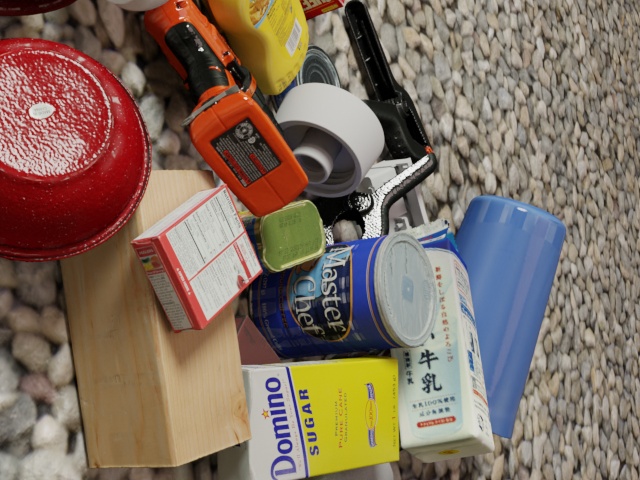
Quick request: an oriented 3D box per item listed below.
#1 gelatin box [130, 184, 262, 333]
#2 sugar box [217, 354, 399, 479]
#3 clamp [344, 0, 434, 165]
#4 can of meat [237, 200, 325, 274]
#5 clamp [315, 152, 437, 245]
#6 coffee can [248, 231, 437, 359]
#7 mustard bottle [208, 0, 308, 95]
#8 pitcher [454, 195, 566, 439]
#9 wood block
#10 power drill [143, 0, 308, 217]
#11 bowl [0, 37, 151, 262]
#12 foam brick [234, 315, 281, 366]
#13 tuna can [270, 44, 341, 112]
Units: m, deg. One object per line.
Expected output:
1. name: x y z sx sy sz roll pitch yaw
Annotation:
1. gelatin box: -0.085 0.012 0.753 0.089 0.030 0.073 -45 118 -51
2. sugar box: -0.006 0.146 0.882 0.175 0.048 0.093 1 86 -48
3. clamp: 0.076 -0.159 1.200 0.209 0.036 0.164 43 39 -52
4. can of meat: -0.056 0.001 0.917 0.101 0.084 0.057 -20 99 -57
5. clamp: 0.048 -0.037 1.072 0.039 0.120 0.171 79 22 -71
6. coffee can: 0.020 0.052 0.969 0.102 0.141 0.103 20 65 -54
7. mustard bottle: -0.061 -0.219 0.936 0.191 0.058 0.096 65 40 -59
8. pitcher: 0.174 0.080 1.150 0.144 0.149 0.243 25 83 -48
9. wood block: -0.125 0.056 0.792 0.090 0.090 0.206 -7 89 -57
10. power drill: -0.070 -0.100 0.874 0.184 0.057 0.188 50 7 -37
11. bowl: -0.184 -0.071 0.689 0.162 0.055 0.162 7 69 -19
12. foam brick: -0.072 0.108 0.896 0.078 0.051 0.053 58 38 -31
13. tuna can: -0.013 -0.152 1.069 0.086 0.034 0.086 20 65 -54
